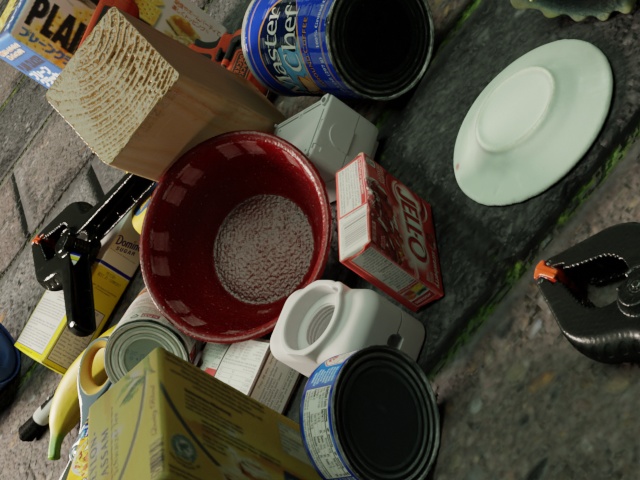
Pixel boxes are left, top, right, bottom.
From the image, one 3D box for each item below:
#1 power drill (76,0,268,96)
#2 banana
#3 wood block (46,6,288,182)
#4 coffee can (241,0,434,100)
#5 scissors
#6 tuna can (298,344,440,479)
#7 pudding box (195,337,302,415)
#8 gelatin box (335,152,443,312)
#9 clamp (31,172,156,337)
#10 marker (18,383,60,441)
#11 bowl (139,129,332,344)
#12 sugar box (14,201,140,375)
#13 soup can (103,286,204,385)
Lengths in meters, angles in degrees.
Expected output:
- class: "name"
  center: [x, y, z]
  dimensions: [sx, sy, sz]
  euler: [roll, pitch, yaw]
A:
- class: "power drill"
  center: [-0.130, -0.193, 1.047]
  dimensions: [0.188, 0.057, 0.184]
  euler: [14, 64, 10]
- class: "banana"
  center: [-0.188, 0.116, 0.965]
  dimensions: [0.198, 0.037, 0.070]
  euler: [-46, 56, 20]
- class: "wood block"
  center: [-0.111, -0.100, 0.874]
  dimensions: [0.091, 0.205, 0.090]
  euler: [45, 102, 24]
- class: "coffee can"
  center: [0.011, -0.169, 0.885]
  dimensions: [0.141, 0.102, 0.103]
  euler: [15, 74, 57]
- class: "scissors"
  center: [-0.214, 0.166, 0.938]
  dimensions: [0.202, 0.016, 0.096]
  euler: [-45, 62, 17]
- class: "tuna can"
  center: [0.029, 0.106, 0.625]
  dimensions: [0.034, 0.086, 0.086]
  euler: [-21, 46, 46]
- class: "pudding box"
  center: [-0.068, 0.125, 0.785]
  dimensions: [0.090, 0.039, 0.113]
  euler: [4, 66, 54]
- class: "gelatin box"
  center: [0.046, -0.006, 0.717]
  dimensions: [0.030, 0.073, 0.089]
  euler: [-35, 36, 29]
- class: "clamp"
  center: [-0.229, -0.002, 1.033]
  dimensions: [0.210, 0.036, 0.164]
  euler: [15, 79, 59]
- class: "marker"
  center: [-0.252, 0.152, 1.029]
  dimensions: [0.121, 0.020, 0.020]
  euler: [-46, 33, 16]
- class: "bowl"
  center: [-0.055, 0.001, 0.809]
  dimensions: [0.162, 0.055, 0.162]
  euler: [-6, 76, 23]
- class: "sugar box"
  center: [-0.237, 0.047, 1.082]
  dimensions: [0.093, 0.048, 0.176]
  euler: [11, 67, 56]
- class: "soup can"
  center: [-0.127, 0.077, 0.848]
  dimensions: [0.068, 0.068, 0.102]
  euler: [-47, 8, 14]
